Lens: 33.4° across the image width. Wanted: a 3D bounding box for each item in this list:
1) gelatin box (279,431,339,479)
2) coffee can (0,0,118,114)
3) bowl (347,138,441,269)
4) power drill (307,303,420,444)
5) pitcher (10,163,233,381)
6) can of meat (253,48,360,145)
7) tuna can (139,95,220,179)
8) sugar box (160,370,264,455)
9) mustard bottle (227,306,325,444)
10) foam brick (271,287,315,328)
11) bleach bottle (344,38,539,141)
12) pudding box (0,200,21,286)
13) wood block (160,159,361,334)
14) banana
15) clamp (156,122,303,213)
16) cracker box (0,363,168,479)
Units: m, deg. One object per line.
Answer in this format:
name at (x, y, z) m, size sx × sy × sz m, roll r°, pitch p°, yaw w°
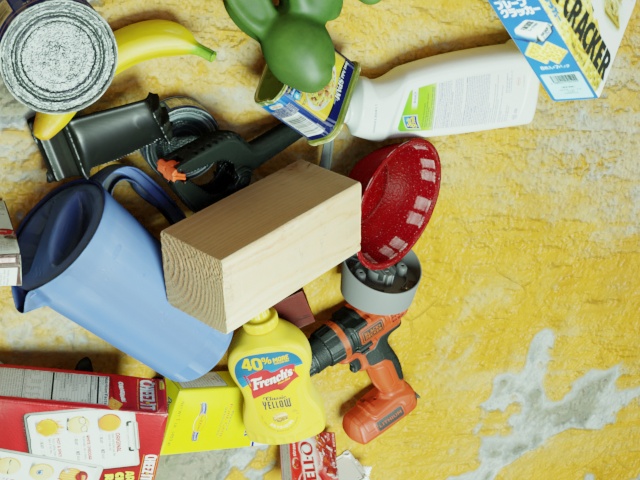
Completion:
gelatin box at (-0.014, 0.293, 1.389) m, size 0.073 × 0.089 × 0.030 m, roll 10°, pitch 153°, yaw -30°
coffee can at (-0.250, -0.186, 0.963) m, size 0.102 × 0.140 × 0.103 m, roll -12°, pitch 122°, yaw -21°
bowl at (0.072, -0.050, 1.237) m, size 0.161 × 0.055 × 0.162 m, roll -32°, pitch 135°, yaw -39°
power drill at (0.047, 0.169, 1.353) m, size 0.184 × 0.057 × 0.187 m, roll -31°, pitch 129°, yaw -20°
pitcher at (-0.197, 0.043, 1.137) m, size 0.149 × 0.145 × 0.242 m, roll -29°, pitch 134°, yaw 19°
can of meat at (-0.014, -0.165, 1.128) m, size 0.083 × 0.058 × 0.102 m, roll 32°, pitch 65°, yaw -33°
tuna can at (-0.149, -0.107, 1.126) m, size 0.086 × 0.034 × 0.086 m, roll -12°, pitch 122°, yaw -21°
sugar box at (-0.116, 0.207, 1.297) m, size 0.175 × 0.048 × 0.093 m, roll 3°, pitch 115°, yaw -36°
mustard bottle at (-0.056, 0.146, 1.230) m, size 0.096 × 0.058 × 0.191 m, roll -8°, pitch 121°, yaw 6°
foam brick at (-0.054, 0.078, 1.260) m, size 0.078 × 0.051 × 0.053 m, roll -23°, pitch 126°, yaw -1°
bleach bottle at (0.125, -0.169, 1.214) m, size 0.250 × 0.068 × 0.102 m, roll -9°, pitch 117°, yaw -19°
pudding box at (-0.345, 0.002, 1.040) m, size 0.089 × 0.114 × 0.039 m, roll -3°, pitch 121°, yaw -25°
wood block at (-0.057, 0.002, 1.113) m, size 0.205 × 0.091 × 0.090 m, roll -31°, pitch 132°, yaw -40°
banana at (-0.202, -0.168, 1.045) m, size 0.197 × 0.070 × 0.037 m, roll -29°, pitch 158°, yaw -15°
clamp at (-0.085, -0.080, 1.138) m, size 0.209 × 0.036 × 0.165 m, roll 9°, pitch 110°, yaw -55°
cracker box at (-0.286, 0.221, 1.170) m, size 0.213 × 0.072 × 0.164 m, roll 7°, pitch 121°, yaw -15°
